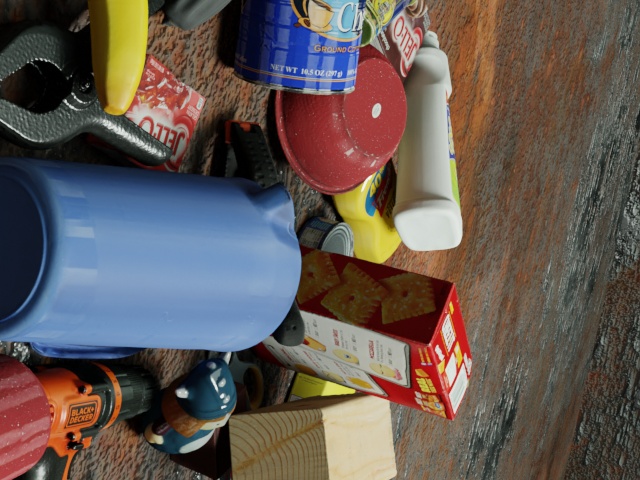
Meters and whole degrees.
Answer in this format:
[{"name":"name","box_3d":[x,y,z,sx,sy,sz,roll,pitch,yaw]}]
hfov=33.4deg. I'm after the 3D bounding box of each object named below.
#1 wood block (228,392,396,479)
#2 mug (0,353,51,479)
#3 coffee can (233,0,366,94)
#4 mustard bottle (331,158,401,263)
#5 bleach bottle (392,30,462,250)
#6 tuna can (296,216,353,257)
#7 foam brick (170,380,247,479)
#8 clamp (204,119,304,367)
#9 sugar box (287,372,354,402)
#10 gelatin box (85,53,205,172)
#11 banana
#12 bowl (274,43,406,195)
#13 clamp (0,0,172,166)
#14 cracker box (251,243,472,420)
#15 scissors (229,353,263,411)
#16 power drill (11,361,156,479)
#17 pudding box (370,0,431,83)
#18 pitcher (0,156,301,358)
[{"name":"wood block","box_3d":[-0.002,0.195,1.003,0.205,0.091,0.090,11,73,-70]},{"name":"mug","box_3d":[-0.220,0.102,0.642,0.081,0.093,0.117,-17,94,-67]},{"name":"coffee can","box_3d":[-0.013,-0.198,0.864,0.102,0.103,0.140,-25,127,-59]},{"name":"mustard bottle","box_3d":[0.047,-0.062,1.128,0.191,0.058,0.096,64,43,-55]},{"name":"bleach bottle","box_3d":[0.114,-0.121,1.155,0.102,0.068,0.251,61,28,-62]},{"name":"tuna can","box_3d":[0.000,0.019,1.110,0.086,0.034,0.086,-43,142,-48]},{"name":"foam brick","box_3d":[-0.101,0.165,0.963,0.051,0.053,0.078,-41,141,-49]},{"name":"clamp","box_3d":[-0.056,0.001,0.869,0.036,0.165,0.210,4,82,-27]},{"name":"sugar box","box_3d":[0.005,0.168,1.198,0.176,0.048,0.093,-69,155,-8]},{"name":"gelatin box","box_3d":[-0.125,-0.088,0.780,0.089,0.030,0.073,36,73,-64]},{"name":"banana","box_3d":[-0.140,-0.177,0.642,0.069,0.037,0.198,-35,114,-37]},{"name":"bowl","box_3d":[0.032,-0.123,0.999,0.161,0.055,0.162,-4,96,-47]},{"name":"clamp","box_3d":[-0.156,-0.109,0.674,0.171,0.039,0.120,-2,91,-55]},{"name":"cracker box","box_3d":[0.025,0.076,0.980,0.072,0.214,0.164,-64,154,-24]},{"name":"scissors","box_3d":[-0.096,0.125,0.994,0.096,0.016,0.201,-63,153,-23]},{"name":"power drill","box_3d":[-0.193,0.180,0.777,0.184,0.057,0.188,6,98,-65]},{"name":"pudding box","box_3d":[0.074,-0.224,1.108,0.090,0.039,0.113,-66,155,-15]},{"name":"pitcher","box_3d":[-0.136,0.018,0.718,0.242,0.145,0.149,7,91,-59]}]
